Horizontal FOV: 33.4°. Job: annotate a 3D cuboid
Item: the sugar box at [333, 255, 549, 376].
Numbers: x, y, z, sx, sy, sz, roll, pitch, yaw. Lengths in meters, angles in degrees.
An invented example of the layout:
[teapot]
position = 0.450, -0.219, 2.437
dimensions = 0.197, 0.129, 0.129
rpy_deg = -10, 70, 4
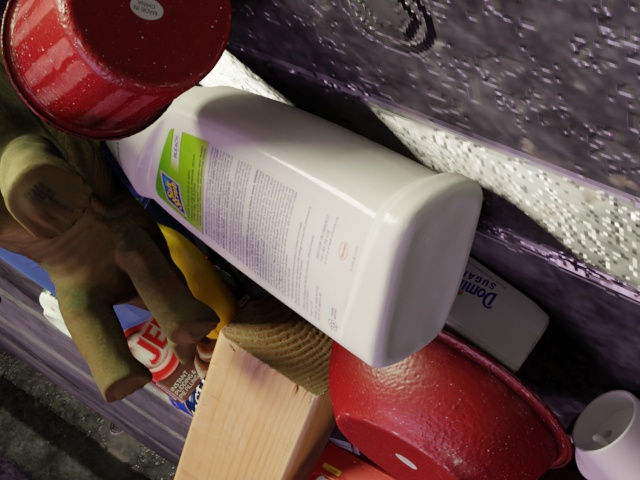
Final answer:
[sugar box]
position = 0.067, 0.055, 0.648
dimensions = 0.093, 0.048, 0.176
rpy_deg = 36, 158, 4

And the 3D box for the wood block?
[wood block]
position = -0.044, 0.145, 0.847
dimensions = 0.091, 0.090, 0.206
rpy_deg = 32, 129, 14

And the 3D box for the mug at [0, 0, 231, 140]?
[mug]
position = -0.096, -0.110, 0.493
dimensions = 0.082, 0.093, 0.117
rpy_deg = -12, 97, 61

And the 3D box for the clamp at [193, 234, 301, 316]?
[clamp]
position = -0.055, 0.001, 0.748
dimensions = 0.172, 0.039, 0.120
rpy_deg = 11, 134, 60

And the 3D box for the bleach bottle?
[bleach bottle]
position = -0.038, -0.038, 0.566
dimensions = 0.251, 0.067, 0.103
rpy_deg = 33, 128, 32

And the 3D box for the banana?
[banana]
position = -0.087, 0.037, 0.799
dimensions = 0.197, 0.037, 0.070
rpy_deg = 65, 180, -59

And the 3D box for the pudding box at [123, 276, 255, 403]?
[pudding box]
position = -0.119, 0.068, 0.908
dimensions = 0.090, 0.113, 0.039
rpy_deg = 39, 165, -7

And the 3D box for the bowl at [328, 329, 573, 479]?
[bowl]
position = 0.061, 0.106, 0.619
dimensions = 0.162, 0.055, 0.162
rpy_deg = 30, 159, 13
